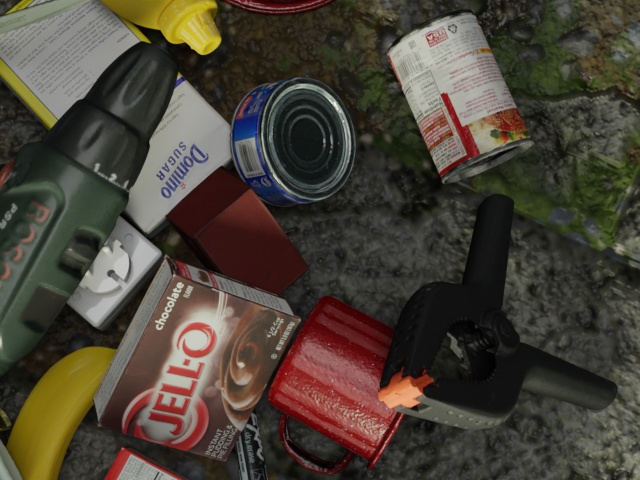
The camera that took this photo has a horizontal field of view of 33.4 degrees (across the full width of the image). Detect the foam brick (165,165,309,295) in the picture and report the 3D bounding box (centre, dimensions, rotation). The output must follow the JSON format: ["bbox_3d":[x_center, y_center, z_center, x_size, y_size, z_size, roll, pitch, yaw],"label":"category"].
[{"bbox_3d":[-0.055,0.001,0.701,0.051,0.053,0.078,-40,121,-9],"label":"foam brick"}]

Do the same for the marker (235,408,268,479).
[{"bbox_3d":[-0.049,0.131,0.715,0.020,0.020,0.121,-10,82,-6],"label":"marker"}]

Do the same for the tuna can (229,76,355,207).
[{"bbox_3d":[-0.017,-0.066,0.719,0.085,0.034,0.086,4,84,-41],"label":"tuna can"}]

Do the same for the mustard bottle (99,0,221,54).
[{"bbox_3d":[-0.128,-0.202,0.721,0.096,0.058,0.192,-25,73,-45],"label":"mustard bottle"}]

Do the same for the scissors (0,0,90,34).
[{"bbox_3d":[-0.234,-0.137,0.665,0.096,0.202,0.016,29,55,-38],"label":"scissors"}]

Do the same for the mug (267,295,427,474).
[{"bbox_3d":[0.013,0.098,0.696,0.081,0.093,0.117,28,108,5],"label":"mug"}]

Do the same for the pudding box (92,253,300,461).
[{"bbox_3d":[-0.079,0.075,0.668,0.089,0.039,0.113,21,102,-27],"label":"pudding box"}]

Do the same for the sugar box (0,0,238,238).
[{"bbox_3d":[-0.142,-0.095,0.731,0.093,0.048,0.176,-42,90,-9],"label":"sugar box"}]

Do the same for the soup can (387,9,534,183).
[{"bbox_3d":[0.095,-0.099,0.737,0.068,0.068,0.102,-22,83,-8],"label":"soup can"}]

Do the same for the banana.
[{"bbox_3d":[-0.174,0.147,0.683,0.070,0.037,0.197,13,73,26],"label":"banana"}]

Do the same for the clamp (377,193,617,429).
[{"bbox_3d":[0.102,0.053,0.679,0.209,0.036,0.164,-11,72,-48],"label":"clamp"}]
